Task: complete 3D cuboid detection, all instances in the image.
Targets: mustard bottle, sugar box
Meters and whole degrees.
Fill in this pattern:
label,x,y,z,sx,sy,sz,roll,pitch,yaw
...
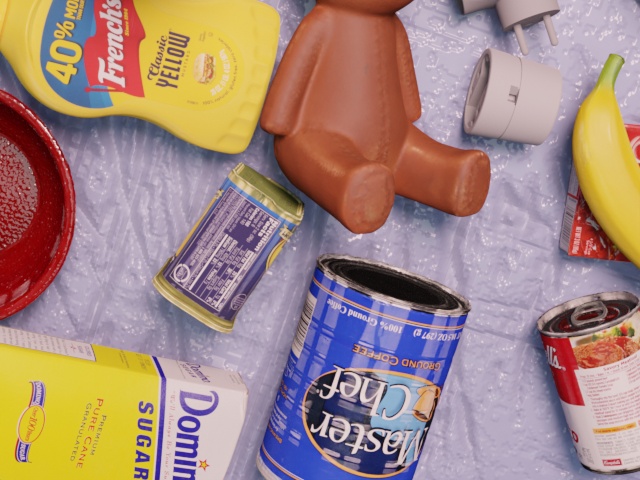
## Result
label,x,y,z,sx,sy,sz,roll,pitch,yaw
mustard bottle,-0.125,-0.119,0.639,0.191,0.058,0.096,13,100,-20
sugar box,-0.142,0.118,0.693,0.176,0.048,0.093,14,101,-20

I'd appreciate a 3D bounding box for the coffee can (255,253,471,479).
label,x,y,z,sx,sy,sz,roll,pitch,yaw
coffee can,0.026,0.091,0.683,0.103,0.103,0.140,16,101,-3

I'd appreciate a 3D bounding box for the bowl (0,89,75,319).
label,x,y,z,sx,sy,sz,roll,pitch,yaw
bowl,-0.232,-0.027,0.686,0.162,0.055,0.162,0,101,1

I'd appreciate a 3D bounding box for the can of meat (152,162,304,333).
label,x,y,z,sx,sy,sz,roll,pitch,yaw
can of meat,-0.054,0.001,0.667,0.057,0.102,0.084,34,97,-5
